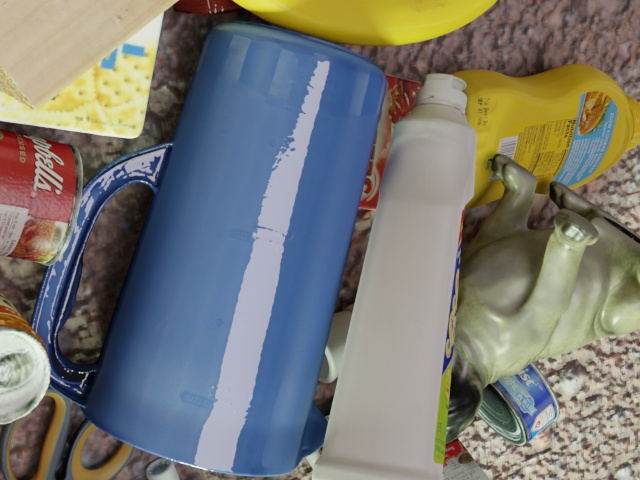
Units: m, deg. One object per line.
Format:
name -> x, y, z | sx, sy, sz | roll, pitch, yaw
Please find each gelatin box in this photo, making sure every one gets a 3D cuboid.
gelatin box -> 0.030, -0.065, 0.696 | 0.073, 0.030, 0.089 | 7, 101, -32

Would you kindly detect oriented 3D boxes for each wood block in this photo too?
wood block -> -0.085, -0.161, 0.480 | 0.206, 0.091, 0.090 | -41, 120, -12

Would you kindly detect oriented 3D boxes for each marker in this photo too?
marker -> -0.087, 0.197, 0.713 | 0.020, 0.020, 0.121 | -28, 117, -21

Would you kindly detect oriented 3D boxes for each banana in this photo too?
banana -> 0.024, -0.141, 0.593 | 0.197, 0.037, 0.070 | -6, 120, -18

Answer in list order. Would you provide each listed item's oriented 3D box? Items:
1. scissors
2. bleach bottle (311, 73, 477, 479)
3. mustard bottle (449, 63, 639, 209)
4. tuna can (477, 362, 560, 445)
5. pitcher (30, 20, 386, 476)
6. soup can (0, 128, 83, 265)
scissors -> -0.165, 0.179, 0.664 | 0.096, 0.016, 0.202 | -3, 111, -34
bleach bottle -> 0.052, 0.022, 0.613 | 0.102, 0.068, 0.251 | 56, 42, -73
mustard bottle -> 0.160, -0.076, 0.750 | 0.191, 0.058, 0.096 | -9, 128, -29
tuna can -> 0.131, 0.106, 0.774 | 0.033, 0.086, 0.086 | -37, 120, -15
pitcher -> -0.054, 0.001, 0.616 | 0.149, 0.145, 0.243 | 11, 96, -57
soup can -> -0.185, -0.028, 0.558 | 0.102, 0.069, 0.068 | 12, 98, -32
